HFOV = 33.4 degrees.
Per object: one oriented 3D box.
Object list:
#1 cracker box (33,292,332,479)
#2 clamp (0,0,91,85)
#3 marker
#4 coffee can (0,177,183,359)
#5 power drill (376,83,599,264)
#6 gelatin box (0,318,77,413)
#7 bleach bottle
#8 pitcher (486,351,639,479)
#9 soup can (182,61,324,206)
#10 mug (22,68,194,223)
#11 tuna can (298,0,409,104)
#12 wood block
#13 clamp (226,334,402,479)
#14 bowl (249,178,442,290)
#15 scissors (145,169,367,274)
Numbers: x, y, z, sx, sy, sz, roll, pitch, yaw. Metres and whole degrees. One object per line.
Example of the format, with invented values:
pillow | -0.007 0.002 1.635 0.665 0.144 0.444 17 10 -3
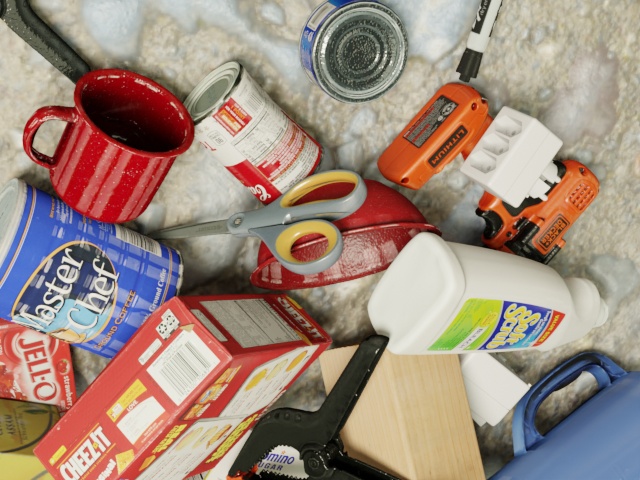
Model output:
cracker box | -0.099 0.118 0.837 0.072 0.213 0.164 46 103 15
clamp | -0.249 -0.161 0.760 0.120 0.039 0.171 -29 116 -14
marker | 0.141 -0.191 0.895 0.020 0.020 0.121 11 108 -23
coffee can | -0.192 0.026 0.823 0.140 0.103 0.103 26 102 -26
power drill | 0.137 -0.033 0.942 0.187 0.057 0.184 39 92 -31
gelatin box | -0.242 0.104 0.880 0.073 0.030 0.089 -9 115 -16
bleach bottle | 0.163 0.052 0.911 0.250 0.068 0.103 5 133 -38
pitcher | 0.244 0.221 1.009 0.242 0.149 0.145 -24 124 -33
soup can | -0.054 -0.083 0.845 0.068 0.068 0.102 -45 119 3
mug | -0.162 -0.069 0.790 0.117 0.093 0.082 7 135 -32
tuna can | 0.028 -0.154 0.863 0.086 0.034 0.086 -7 114 -17
wood block | 0.078 0.185 0.931 0.090 0.091 0.206 -8 84 -42
clamp | 0.003 0.166 0.881 0.210 0.036 0.164 -13 97 33
bowl | 0.015 -0.008 0.879 0.162 0.162 0.055 -10 74 -15
scissors | -0.055 0.001 0.819 0.202 0.096 0.016 -19 137 22
